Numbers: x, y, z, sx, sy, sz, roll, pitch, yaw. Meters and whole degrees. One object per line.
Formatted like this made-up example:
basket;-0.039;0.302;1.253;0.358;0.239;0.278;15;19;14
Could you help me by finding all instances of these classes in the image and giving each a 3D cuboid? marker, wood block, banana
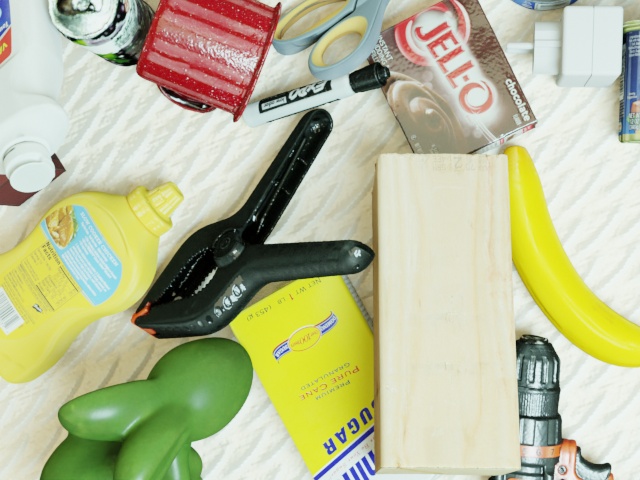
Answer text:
marker;-0.003;-0.107;0.783;0.121;0.020;0.020;-13;88;29
wood block;0.081;0.053;0.726;0.090;0.091;0.206;0;75;1
banana;0.180;0.024;0.770;0.069;0.037;0.198;-40;86;-11

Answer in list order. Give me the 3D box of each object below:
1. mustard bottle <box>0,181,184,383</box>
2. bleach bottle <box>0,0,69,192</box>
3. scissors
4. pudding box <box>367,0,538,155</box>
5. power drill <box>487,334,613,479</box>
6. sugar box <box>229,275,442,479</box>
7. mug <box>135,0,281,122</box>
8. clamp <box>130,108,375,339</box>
mustard bottle;-0.183;0.019;0.814;0.192;0.058;0.096;-37;78;8
bleach bottle;-0.224;-0.140;0.759;0.102;0.068;0.251;-30;57;7
scissors;0.057;-0.179;0.774;0.202;0.016;0.096;-26;49;9
pudding box;0.093;-0.114;0.778;0.090;0.039;0.113;-26;86;9
power drill;0.212;0.165;0.755;0.188;0.057;0.184;5;95;12
sugar box;0.014;0.112;0.790;0.093;0.048;0.176;-30;85;8
mug;-0.086;-0.137;0.778;0.081;0.117;0.093;20;56;-11
clamp;-0.055;0.001;0.783;0.210;0.164;0.036;-31;130;25
